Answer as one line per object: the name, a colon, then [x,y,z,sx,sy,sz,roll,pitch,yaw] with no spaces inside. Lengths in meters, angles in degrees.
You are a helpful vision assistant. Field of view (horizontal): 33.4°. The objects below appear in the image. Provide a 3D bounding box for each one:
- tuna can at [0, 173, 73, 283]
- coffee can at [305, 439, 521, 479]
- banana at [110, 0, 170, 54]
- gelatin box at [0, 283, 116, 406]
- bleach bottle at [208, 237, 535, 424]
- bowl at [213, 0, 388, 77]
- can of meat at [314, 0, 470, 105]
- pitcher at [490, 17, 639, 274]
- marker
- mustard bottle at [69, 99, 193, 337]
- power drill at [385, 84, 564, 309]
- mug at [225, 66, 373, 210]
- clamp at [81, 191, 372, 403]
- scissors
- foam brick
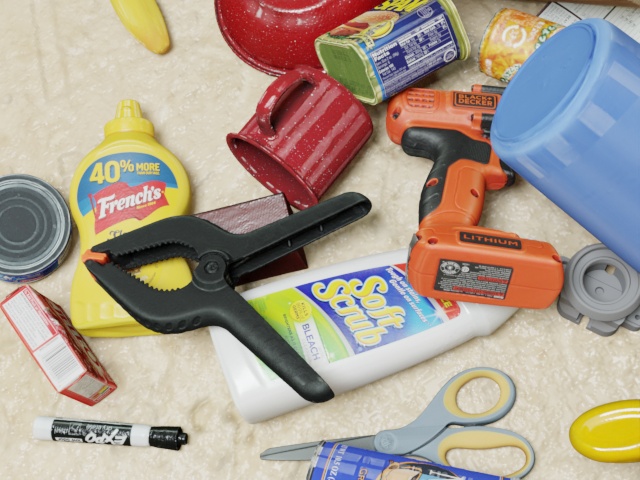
tuna can: [-0.243,-0.010,0.859,0.086,0.034,0.086,3,78,-12]
coffee can: [0.060,0.201,0.732,0.140,0.103,0.103,9,75,11]
banana: [-0.160,-0.255,0.930,0.070,0.037,0.198,-1,74,9]
gelatin box: [-0.201,0.081,0.820,0.030,0.073,0.089,-38,72,-5]
bleach bottle: [0.045,0.049,0.801,0.251,0.068,0.102,-21,68,-1]
bowl: [-0.016,-0.218,0.890,0.162,0.055,0.162,-2,74,8]
can of meat: [0.053,-0.150,0.830,0.084,0.102,0.057,-30,112,-12]
pitcher: [0.236,-0.044,0.713,0.242,0.149,0.145,33,87,-18]
marker: [-0.162,0.149,0.823,0.121,0.020,0.020,3,74,9]
mustard bottle: [-0.150,-0.022,0.850,0.096,0.058,0.191,-4,73,-2]
power drill: [0.136,-0.038,0.783,0.184,0.057,0.187,5,47,4]
mug: [-0.016,-0.086,0.823,0.093,0.117,0.081,31,75,31]
clamp: [-0.071,0.036,0.766,0.210,0.036,0.164,0,59,8]
scissors: [0.060,0.133,0.797,0.202,0.016,0.096,8,74,10]
foam brick: [-0.055,0.001,0.833,0.078,0.053,0.051,-14,72,3]
